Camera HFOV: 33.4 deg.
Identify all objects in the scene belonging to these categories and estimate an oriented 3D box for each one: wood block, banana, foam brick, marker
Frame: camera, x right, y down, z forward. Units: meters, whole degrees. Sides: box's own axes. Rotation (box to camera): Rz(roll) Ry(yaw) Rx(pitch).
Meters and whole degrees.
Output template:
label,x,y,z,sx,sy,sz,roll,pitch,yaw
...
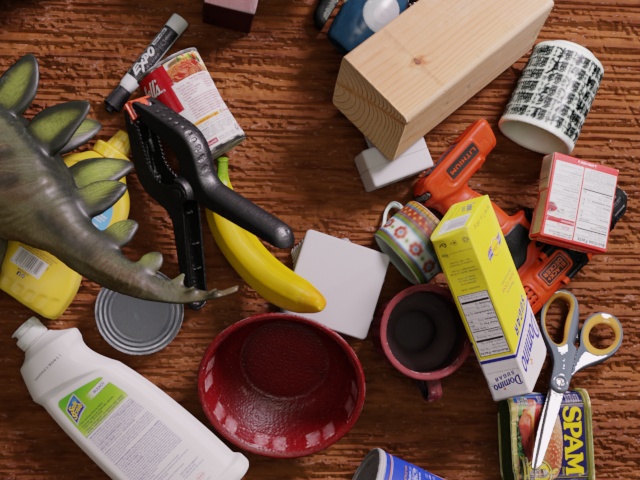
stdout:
label,x,y,z,sx,sy,sz,roll,pitch,yaw
wood block,0.121,-0.186,1.059,0.206,0.090,0.091,-39,76,-19
banana,-0.064,0.010,1.041,0.037,0.070,0.198,-21,61,-32
foam brick,-0.088,-0.246,1.066,0.053,0.078,0.051,12,86,-7
marker,-0.177,-0.177,1.077,0.020,0.020,0.121,37,82,-4

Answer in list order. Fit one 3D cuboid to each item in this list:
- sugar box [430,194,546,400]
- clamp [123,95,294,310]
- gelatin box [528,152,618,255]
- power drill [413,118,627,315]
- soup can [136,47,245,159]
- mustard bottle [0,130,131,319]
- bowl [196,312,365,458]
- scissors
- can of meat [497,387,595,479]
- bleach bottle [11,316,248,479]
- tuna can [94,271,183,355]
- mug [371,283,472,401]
label,x,y,z,sx,sy,sz,roll,pitch,yaw
sugar box,0.165,0.054,1.027,0.048,0.093,0.176,-19,104,28
clamp,-0.117,-0.048,1.015,0.036,0.165,0.210,-28,92,-49
gelatin box,0.254,-0.036,1.070,0.073,0.030,0.089,14,81,-12
power drill,0.204,-0.035,1.103,0.187,0.057,0.184,45,80,-3
soup can,-0.127,-0.130,1.057,0.068,0.068,0.102,-31,91,-9
mustard bottle,-0.243,-0.026,1.037,0.096,0.058,0.191,33,82,2
bowl,-0.037,0.131,1.039,0.162,0.055,0.162,1,114,3
scissors,0.259,0.141,1.074,0.096,0.016,0.201,8,58,-1
can of meat,0.229,0.204,1.091,0.084,0.057,0.102,-2,86,-6
bleach bottle,-0.192,0.165,1.030,0.251,0.068,0.102,45,84,-1
tuna can,-0.178,0.070,1.052,0.086,0.034,0.086,1,86,-8
mug,0.100,0.103,1.066,0.093,0.081,0.117,-14,88,-9
